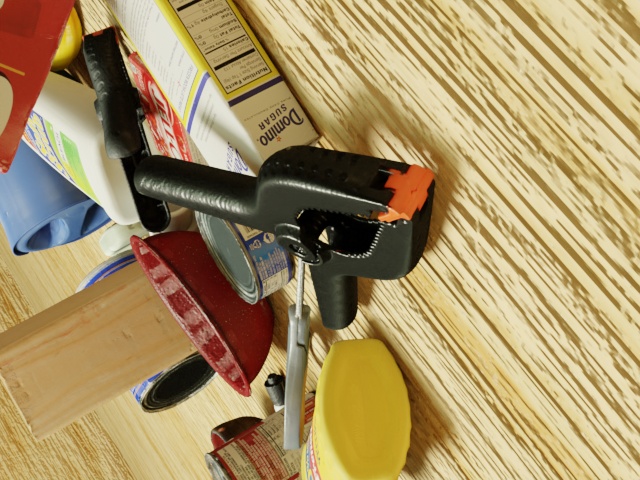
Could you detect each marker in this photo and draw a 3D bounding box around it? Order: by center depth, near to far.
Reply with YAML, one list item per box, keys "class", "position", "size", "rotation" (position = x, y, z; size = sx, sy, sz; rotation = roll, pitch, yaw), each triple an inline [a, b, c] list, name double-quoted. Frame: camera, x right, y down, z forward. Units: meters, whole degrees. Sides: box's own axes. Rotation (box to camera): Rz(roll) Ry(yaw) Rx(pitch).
- class: "marker"
  position: [-0.024, 0.169, 0.955]
  size: [0.020, 0.020, 0.121]
  rotation: [28, 143, 58]

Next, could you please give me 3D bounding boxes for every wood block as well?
- class: "wood block"
  position: [-0.192, 0.087, 0.979]
  size: [0.090, 0.205, 0.091]
  rotation: [65, 161, -11]

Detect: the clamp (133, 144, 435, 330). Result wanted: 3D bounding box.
- class: "clamp"
  position: [-0.013, -0.013, 0.572]
  size: [0.164, 0.036, 0.210]
  rotation: [34, 159, -12]

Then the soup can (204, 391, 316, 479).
- class: "soup can"
  position: [-0.032, 0.174, 0.857]
  size: [0.068, 0.102, 0.068]
  rotation: [50, 159, 28]

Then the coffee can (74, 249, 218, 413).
- class: "coffee can"
  position: [-0.177, 0.092, 1.106]
  size: [0.140, 0.102, 0.103]
  rotation: [52, 159, 23]

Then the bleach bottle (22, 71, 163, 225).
- class: "bleach bottle"
  position: [-0.237, -0.103, 0.982]
  size: [0.251, 0.068, 0.102]
  rotation: [28, 143, 43]

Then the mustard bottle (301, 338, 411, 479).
- class: "mustard bottle"
  position: [0.019, 0.143, 0.730]
  size: [0.192, 0.058, 0.096]
  rotation: [100, 165, -63]

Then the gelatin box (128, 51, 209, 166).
- class: "gelatin box"
  position: [-0.102, -0.088, 0.772]
  size: [0.073, 0.030, 0.089]
  rotation: [44, 155, 40]

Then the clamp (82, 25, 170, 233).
- class: "clamp"
  position: [-0.152, -0.091, 0.830]
  size: [0.120, 0.039, 0.171]
  rotation: [86, 169, -51]

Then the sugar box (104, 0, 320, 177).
- class: "sugar box"
  position: [-0.071, -0.110, 0.643]
  size: [0.176, 0.048, 0.093]
  rotation: [55, 160, 5]

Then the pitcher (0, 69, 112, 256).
- class: "pitcher"
  position: [-0.307, -0.119, 1.128]
  size: [0.243, 0.149, 0.145]
  rotation: [61, 176, 8]

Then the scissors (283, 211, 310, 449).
- class: "scissors"
  position: [-0.014, 0.053, 0.756]
  size: [0.096, 0.016, 0.202]
  rotation: [-84, -2, -67]

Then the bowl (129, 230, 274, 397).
- class: "bowl"
  position: [-0.086, 0.048, 0.868]
  size: [0.162, 0.055, 0.162]
  rotation: [48, 164, 18]

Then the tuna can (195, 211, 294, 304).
- class: "tuna can"
  position: [-0.055, 0.001, 0.774]
  size: [0.086, 0.033, 0.086]
  rotation: [50, 158, 28]
